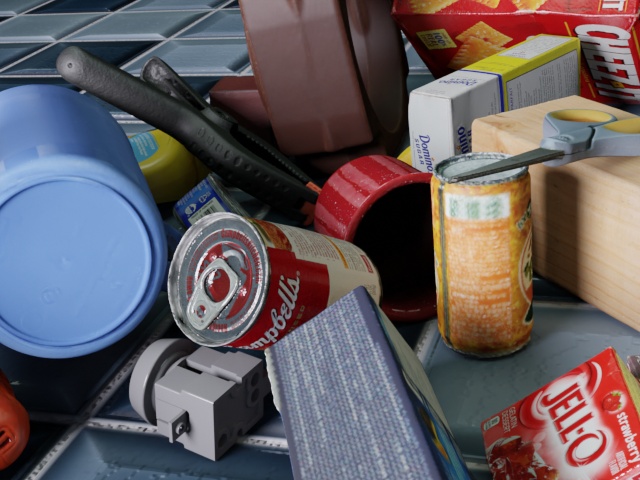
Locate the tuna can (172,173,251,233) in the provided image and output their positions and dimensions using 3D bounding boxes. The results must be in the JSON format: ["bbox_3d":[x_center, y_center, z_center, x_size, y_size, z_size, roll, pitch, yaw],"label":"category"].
[{"bbox_3d":[-0.054,0.001,0.673,0.034,0.086,0.086,-40,28,1],"label":"tuna can"}]

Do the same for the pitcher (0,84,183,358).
[{"bbox_3d":[-0.153,-0.013,0.647,0.149,0.145,0.243,-18,18,-12],"label":"pitcher"}]

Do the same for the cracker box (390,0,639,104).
[{"bbox_3d":[0.191,-0.185,0.949,0.214,0.072,0.164,8,-16,27],"label":"cracker box"}]

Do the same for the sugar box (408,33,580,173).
[{"bbox_3d":[0.139,-0.094,0.831,0.175,0.093,0.048,-26,30,-38],"label":"sugar box"}]

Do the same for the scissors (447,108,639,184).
[{"bbox_3d":[0.123,-0.054,0.589,0.201,0.016,0.096,-10,19,-30],"label":"scissors"}]

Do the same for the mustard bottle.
[{"bbox_3d":[-0.164,-0.053,0.852,0.191,0.058,0.096,-13,22,-14],"label":"mustard bottle"}]

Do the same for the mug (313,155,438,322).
[{"bbox_3d":[0.055,-0.011,0.668,0.117,0.093,0.082,-23,23,-11],"label":"mug"}]

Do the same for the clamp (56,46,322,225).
[{"bbox_3d":[-0.085,-0.085,0.814,0.210,0.036,0.164,34,14,1],"label":"clamp"}]

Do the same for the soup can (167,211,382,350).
[{"bbox_3d":[-0.022,0.026,0.571,0.069,0.068,0.102,15,1,39],"label":"soup can"}]

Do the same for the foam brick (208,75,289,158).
[{"bbox_3d":[-0.059,-0.097,0.902,0.051,0.078,0.053,-1,22,11],"label":"foam brick"}]

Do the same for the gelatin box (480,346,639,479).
[{"bbox_3d":[0.109,0.093,0.460,0.073,0.030,0.089,-34,18,18],"label":"gelatin box"}]
